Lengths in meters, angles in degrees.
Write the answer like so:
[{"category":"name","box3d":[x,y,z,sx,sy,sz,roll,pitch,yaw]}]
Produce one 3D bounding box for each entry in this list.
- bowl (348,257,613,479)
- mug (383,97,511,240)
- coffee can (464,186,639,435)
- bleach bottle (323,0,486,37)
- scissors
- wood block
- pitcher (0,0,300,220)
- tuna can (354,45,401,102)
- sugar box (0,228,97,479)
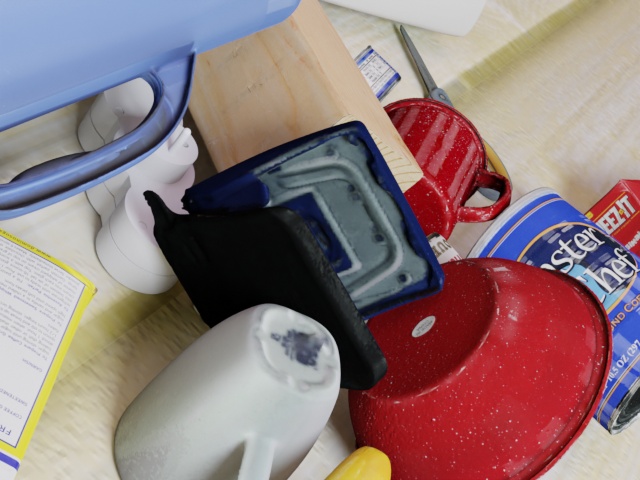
[{"category":"bowl","box3d":[0.069,0.063,0.567,0.055,0.162,0.162,46,30,-29]},{"category":"mug","box3d":[0.073,-0.037,0.737,0.117,0.093,0.081,15,38,14]},{"category":"coffee can","box3d":[0.175,0.045,0.718,0.140,0.103,0.102,43,32,27]},{"category":"bleach bottle","box3d":[0.028,-0.240,0.942,0.250,0.068,0.103,2,36,-37]},{"category":"scissors","box3d":[0.093,-0.114,0.911,0.096,0.016,0.202,-7,58,-47]},{"category":"wood block","box3d":[-0.031,-0.103,0.681,0.090,0.090,0.206,33,25,-51]},{"category":"pitcher","box3d":[-0.125,-0.125,0.551,0.242,0.149,0.145,-24,45,-28]},{"category":"tuna can","box3d":[0.018,-0.096,0.759,0.034,0.086,0.086,43,35,-3]},{"category":"sugar box","box3d":[-0.166,0.065,0.448,0.093,0.048,0.176,31,40,-15]}]
